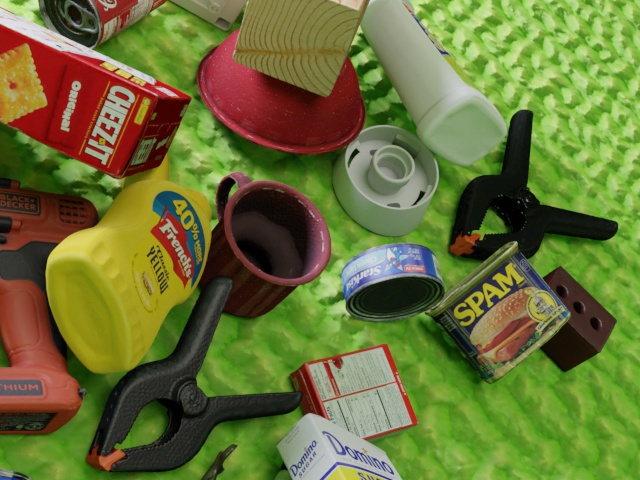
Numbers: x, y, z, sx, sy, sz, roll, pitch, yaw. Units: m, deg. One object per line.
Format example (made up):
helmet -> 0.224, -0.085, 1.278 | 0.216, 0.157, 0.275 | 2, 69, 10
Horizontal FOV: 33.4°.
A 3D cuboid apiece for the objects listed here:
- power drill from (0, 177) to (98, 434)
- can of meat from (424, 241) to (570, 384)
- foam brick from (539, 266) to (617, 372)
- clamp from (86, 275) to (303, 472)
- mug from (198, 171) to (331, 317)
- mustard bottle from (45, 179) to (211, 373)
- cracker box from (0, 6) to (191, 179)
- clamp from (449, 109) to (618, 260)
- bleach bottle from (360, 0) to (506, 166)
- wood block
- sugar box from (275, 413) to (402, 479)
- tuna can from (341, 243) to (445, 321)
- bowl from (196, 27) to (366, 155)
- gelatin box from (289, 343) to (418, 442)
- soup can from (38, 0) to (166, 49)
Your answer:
power drill -> -0.241, 0.039, 0.744 | 0.184, 0.057, 0.187 | 5, 60, -28
can of meat -> 0.158, 0.065, 0.948 | 0.102, 0.057, 0.084 | -39, 89, -2
foam brick -> 0.229, 0.074, 1.009 | 0.078, 0.051, 0.052 | 43, 49, -1
clamp -> -0.091, 0.121, 0.789 | 0.120, 0.039, 0.171 | 48, 63, -7
mug -> -0.056, 0.001, 0.863 | 0.093, 0.082, 0.117 | -16, 72, -37
mustard bottle -> -0.126, 0.009, 0.782 | 0.191, 0.058, 0.096 | -57, 134, -59
cracker box -> -0.213, -0.119, 0.772 | 0.213, 0.072, 0.164 | 25, 7, -2
clamp -> 0.195, -0.044, 1.070 | 0.209, 0.036, 0.164 | -23, 76, -38
bleach bottle -> 0.085, -0.187, 1.044 | 0.102, 0.068, 0.251 | 28, 28, -52
wood block -> 0.002, -0.229, 0.944 | 0.091, 0.090, 0.206 | 21, 42, -1
sugar box -> 0.039, 0.201, 0.747 | 0.093, 0.048, 0.176 | 34, 14, -35
tuna can -> 0.061, 0.036, 0.909 | 0.086, 0.086, 0.034 | 7, 58, -28
bowl -> -0.028, -0.152, 0.964 | 0.162, 0.055, 0.162 | 12, 44, -12
gelatin box -> 0.027, 0.129, 0.869 | 0.089, 0.030, 0.073 | -9, 69, -35
soup can -> -0.185, -0.215, 0.927 | 0.068, 0.069, 0.102 | 45, 49, 0
